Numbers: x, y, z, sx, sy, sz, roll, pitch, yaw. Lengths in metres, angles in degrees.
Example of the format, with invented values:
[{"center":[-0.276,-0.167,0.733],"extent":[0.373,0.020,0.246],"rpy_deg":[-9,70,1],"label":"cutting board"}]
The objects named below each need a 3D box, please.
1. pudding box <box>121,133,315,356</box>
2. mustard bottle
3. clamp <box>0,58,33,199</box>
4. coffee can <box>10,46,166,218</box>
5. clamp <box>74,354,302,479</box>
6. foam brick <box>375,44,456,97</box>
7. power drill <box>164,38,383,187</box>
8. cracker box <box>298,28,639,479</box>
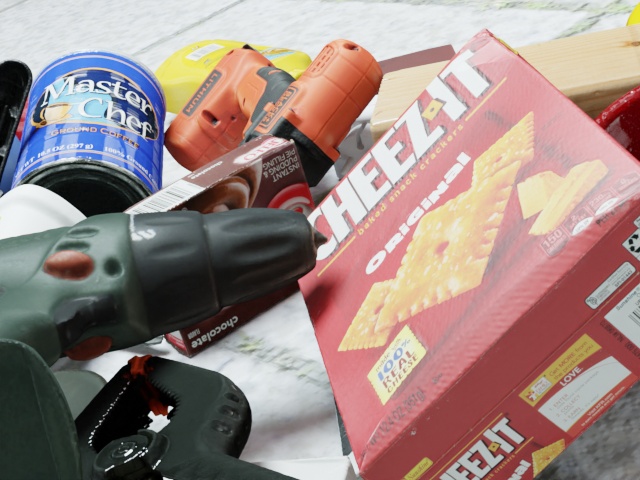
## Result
[{"center":[-0.054,0.001,0.633],"extent":[0.113,0.090,0.039],"rpy_deg":[-30,29,-23],"label":"pudding box"},{"center":[-0.059,-0.133,0.916],"extent":[0.096,0.058,0.192],"rpy_deg":[-31,30,-30],"label":"mustard bottle"},{"center":[-0.230,-0.024,0.697],"extent":[0.039,0.172,0.120],"rpy_deg":[21,33,-5],"label":"clamp"},{"center":[-0.162,-0.058,0.756],"extent":[0.103,0.103,0.140],"rpy_deg":[-14,41,6],"label":"coffee can"},{"center":[-0.060,0.095,0.418],"extent":[0.164,0.036,0.210],"rpy_deg":[-21,19,7],"label":"clamp"},{"center":[0.070,-0.109,0.807],"extent":[0.078,0.051,0.053],"rpy_deg":[-13,27,8],"label":"foam brick"},{"center":[-0.052,-0.067,0.755],"extent":[0.184,0.057,0.188],"rpy_deg":[-50,28,-4],"label":"power drill"},{"center":[0.072,0.005,0.499],"extent":[0.164,0.072,0.214],"rpy_deg":[-46,26,13],"label":"cracker box"}]
